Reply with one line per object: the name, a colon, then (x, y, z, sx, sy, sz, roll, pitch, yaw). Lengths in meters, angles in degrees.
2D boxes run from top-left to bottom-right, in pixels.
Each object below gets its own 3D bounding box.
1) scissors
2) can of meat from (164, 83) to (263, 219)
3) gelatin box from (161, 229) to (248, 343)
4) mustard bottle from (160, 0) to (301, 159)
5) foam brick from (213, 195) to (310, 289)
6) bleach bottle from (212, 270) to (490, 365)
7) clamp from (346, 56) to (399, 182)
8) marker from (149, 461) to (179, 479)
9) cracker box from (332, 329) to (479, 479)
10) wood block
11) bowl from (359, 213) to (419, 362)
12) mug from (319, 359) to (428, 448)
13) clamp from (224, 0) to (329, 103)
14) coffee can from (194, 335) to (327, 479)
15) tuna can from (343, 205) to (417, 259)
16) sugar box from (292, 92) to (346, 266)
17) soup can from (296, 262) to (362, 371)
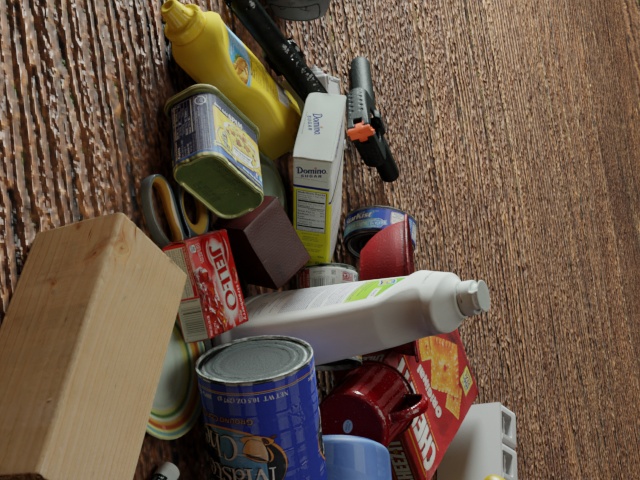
scissors: (-0.112, 0.028, 0.983, 0.096, 0.016, 0.202, -47, 120, -56)
can of meat: (-0.096, -0.080, 0.987, 0.102, 0.057, 0.084, 42, 31, -48)
gelatin box: (-0.101, 0.039, 0.945, 0.073, 0.030, 0.089, -21, 99, -65)
mustard bottle: (-0.091, -0.166, 1.041, 0.191, 0.058, 0.096, 45, 24, -44)
foam brick: (-0.057, 0.001, 1.039, 0.053, 0.051, 0.078, -44, 122, -27)
bleach bottle: (0.030, 0.073, 0.976, 0.102, 0.251, 0.068, -43, 118, -57)
clamp: (0.055, -0.148, 1.281, 0.210, 0.036, 0.164, -23, 98, -79)
marker: (-0.147, 0.222, 0.847, 0.020, 0.020, 0.121, 66, 31, -21)
cracker box: (0.109, 0.169, 1.270, 0.213, 0.072, 0.164, -45, 118, -56)
wood block: (-0.177, 0.094, 0.767, 0.090, 0.090, 0.206, 49, 40, -42)
bowl: (0.075, 0.053, 1.157, 0.162, 0.055, 0.162, -4, 90, -83)
mug: (0.056, 0.181, 1.117, 0.081, 0.117, 0.093, -31, 111, -63)
clamp: (-0.040, -0.191, 1.082, 0.171, 0.039, 0.120, 49, 9, -9)
coffee can: (-0.049, 0.166, 0.928, 0.102, 0.103, 0.140, -35, 122, -59)
tuna can: (0.070, -0.006, 1.248, 0.086, 0.086, 0.033, 41, 47, -48)
sugar box: (-0.002, -0.059, 1.102, 0.176, 0.048, 0.093, 88, 11, -52)
soup can: (0.008, 0.081, 1.126, 0.068, 0.069, 0.102, 26, 57, -55)
